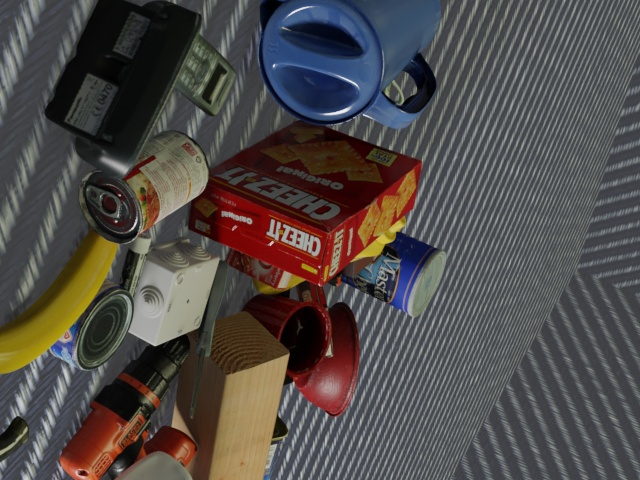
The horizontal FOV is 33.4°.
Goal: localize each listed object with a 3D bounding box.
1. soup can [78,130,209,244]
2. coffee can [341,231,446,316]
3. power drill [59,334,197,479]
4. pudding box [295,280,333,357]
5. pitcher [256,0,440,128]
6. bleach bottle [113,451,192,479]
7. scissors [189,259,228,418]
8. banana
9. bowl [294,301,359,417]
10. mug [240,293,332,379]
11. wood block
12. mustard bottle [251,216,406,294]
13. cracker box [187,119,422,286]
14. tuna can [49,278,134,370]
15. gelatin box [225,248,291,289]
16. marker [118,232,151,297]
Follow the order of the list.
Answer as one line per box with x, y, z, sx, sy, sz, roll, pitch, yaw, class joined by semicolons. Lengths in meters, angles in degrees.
-0.152;-0.049;0.932;0.102;0.069;0.068;-41;149;-49;soup can
0.093;0.033;1.517;0.102;0.140;0.103;-50;155;-34;coffee can
-0.189;0.201;1.147;0.184;0.057;0.187;-51;153;-23;power drill
-0.010;0.090;1.404;0.113;0.039;0.090;81;-2;-49;pudding box
0.050;-0.210;1.118;0.242;0.145;0.149;-45;130;-56;pitcher
-0.184;0.329;1.154;0.102;0.068;0.251;-38;153;-31;bleach bottle
-0.116;0.091;1.110;0.202;0.016;0.096;-96;-158;-66;scissors
-0.230;0.054;0.902;0.197;0.037;0.070;-46;153;-41;banana
0.000;0.164;1.493;0.162;0.055;0.162;-174;-90;-69;bowl
-0.050;0.121;1.284;0.093;0.082;0.117;23;84;-47;mug
-0.111;0.199;1.250;0.090;0.091;0.206;-15;130;-37;wood block
0.014;0.006;1.247;0.096;0.192;0.058;-21;88;-62;mustard bottle
-0.011;-0.050;1.134;0.213;0.164;0.072;-37;142;-52;cracker box
-0.210;0.076;0.981;0.086;0.034;0.086;-50;155;-34;tuna can
-0.058;0.001;1.209;0.089;0.073;0.030;-67;159;6;gelatin box
-0.188;0.050;1.027;0.020;0.020;0.121;-17;129;-63;marker
